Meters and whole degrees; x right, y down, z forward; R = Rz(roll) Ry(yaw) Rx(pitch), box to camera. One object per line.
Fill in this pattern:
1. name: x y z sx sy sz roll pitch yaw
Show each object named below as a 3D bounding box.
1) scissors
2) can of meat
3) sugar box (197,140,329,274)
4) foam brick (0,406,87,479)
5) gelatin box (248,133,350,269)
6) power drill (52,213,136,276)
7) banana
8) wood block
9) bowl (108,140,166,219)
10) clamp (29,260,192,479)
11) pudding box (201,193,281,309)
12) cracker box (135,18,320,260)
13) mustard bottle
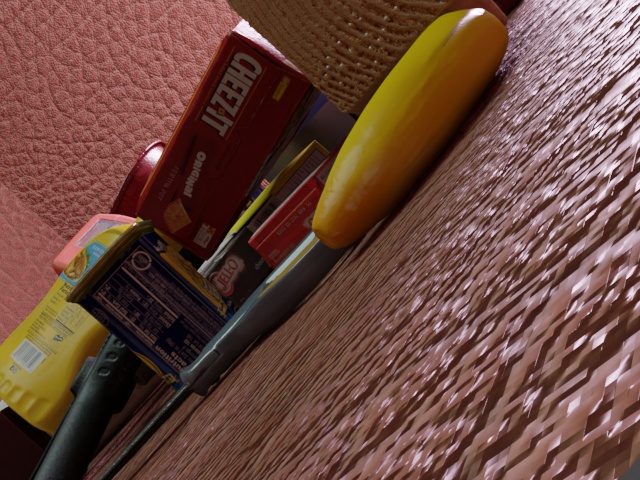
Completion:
1. scissors: -0.044 0.052 0.471 0.201 0.016 0.096 -49 4 -13
2. can of meat: -0.090 0.037 0.609 0.057 0.084 0.102 -48 4 0
3. sugar box: -0.056 0.001 0.898 0.176 0.048 0.093 -48 4 -26
4. foam brick: -0.216 0.165 0.773 0.053 0.078 0.051 -48 5 -6
5. gelatin box: -0.004 -0.028 0.724 0.073 0.030 0.089 -44 6 32
6. power drill: -0.213 0.083 1.055 0.184 0.057 0.188 -62 -24 -52
7. banana: 0.050 -0.062 0.473 0.197 0.037 0.070 -51 -15 -56
8. wood block: 0.037 -0.133 0.614 0.091 0.090 0.206 -48 -7 15
9. bowl: -0.180 -0.024 1.157 0.162 0.055 0.162 24 -91 -85
10. clamp: -0.147 0.102 0.701 0.210 0.036 0.165 -66 11 -25
11. pudding box: -0.066 0.030 0.757 0.090 0.039 0.113 -45 5 41
12. cracker box: -0.046 -0.108 0.804 0.164 0.072 0.213 -58 3 31
13. mustard bottle: -0.162 0.048 0.793 0.096 0.058 0.191 27 76 45
